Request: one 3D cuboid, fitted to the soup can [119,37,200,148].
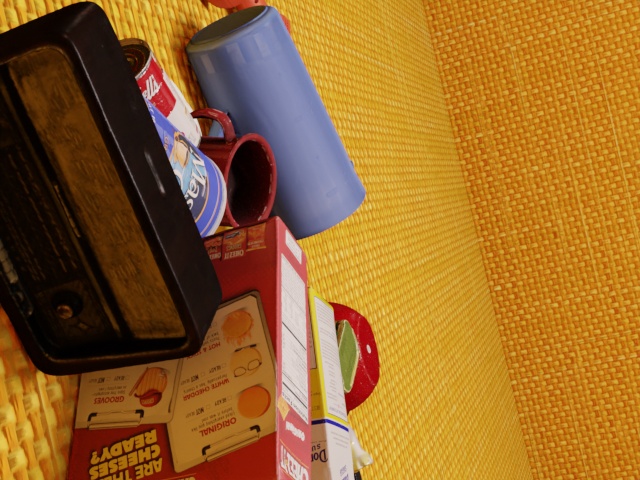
[{"bbox_3d":[-0.153,-0.113,0.915,0.102,0.069,0.068,61,23,-45],"label":"soup can"}]

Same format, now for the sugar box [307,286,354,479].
[{"bbox_3d":[-0.007,0.136,0.906,0.093,0.048,0.176,49,34,-69],"label":"sugar box"}]

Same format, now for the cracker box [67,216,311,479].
[{"bbox_3d":[-0.091,0.102,0.783,0.072,0.164,0.213,53,28,-50],"label":"cracker box"}]

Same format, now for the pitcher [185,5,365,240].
[{"bbox_3d":[-0.058,-0.122,1.168,0.149,0.145,0.243,-96,164,-66],"label":"pitcher"}]

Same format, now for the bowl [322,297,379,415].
[{"bbox_3d":[0.038,0.147,1.383,0.162,0.055,0.162,-13,90,-75],"label":"bowl"}]

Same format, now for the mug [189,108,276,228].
[{"bbox_3d":[-0.100,-0.066,0.989,0.093,0.082,0.117,-46,135,-50],"label":"mug"}]
